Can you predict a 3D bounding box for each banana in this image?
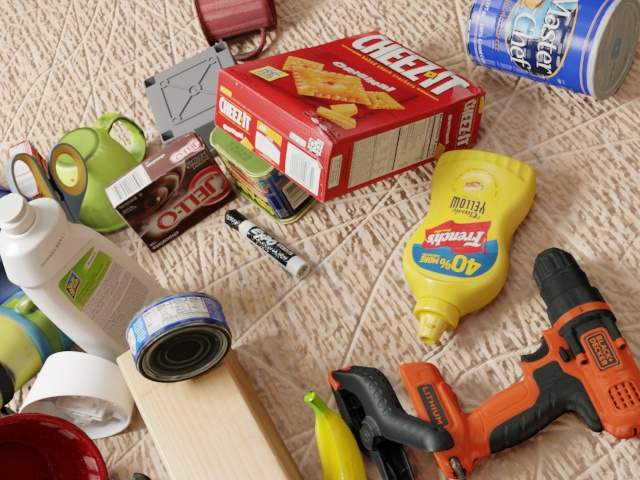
[{"bbox_3d":[0.013,0.227,0.882,0.037,0.069,0.198,-27,59,40],"label":"banana"}]

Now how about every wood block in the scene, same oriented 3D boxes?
[{"bbox_3d":[-0.090,0.174,0.940,0.091,0.090,0.206,-33,53,-1],"label":"wood block"}]

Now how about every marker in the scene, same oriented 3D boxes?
[{"bbox_3d":[-0.057,0.001,1.083,0.020,0.020,0.121,-46,55,-12],"label":"marker"}]

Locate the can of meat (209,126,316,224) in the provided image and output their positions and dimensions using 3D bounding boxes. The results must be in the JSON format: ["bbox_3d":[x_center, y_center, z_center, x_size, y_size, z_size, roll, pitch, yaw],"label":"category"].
[{"bbox_3d":[-0.059,-0.076,1.095,0.057,0.084,0.102,-44,54,-10],"label":"can of meat"}]

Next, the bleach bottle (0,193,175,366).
[{"bbox_3d":[-0.216,0.031,0.980,0.068,0.250,0.102,12,63,27],"label":"bleach bottle"}]

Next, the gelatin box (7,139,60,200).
[{"bbox_3d":[-0.312,-0.058,1.185,0.030,0.073,0.089,-24,52,3],"label":"gelatin box"}]

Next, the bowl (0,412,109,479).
[{"bbox_3d":[-0.274,0.229,0.957,0.162,0.162,0.055,-53,27,-16],"label":"bowl"}]

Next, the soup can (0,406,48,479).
[{"bbox_3d":[-0.315,0.216,1.012,0.102,0.068,0.069,-44,54,-11],"label":"soup can"}]

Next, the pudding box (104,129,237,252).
[{"bbox_3d":[-0.154,-0.050,1.110,0.113,0.090,0.039,-32,51,-1],"label":"pudding box"}]

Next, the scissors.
[{"bbox_3d":[-0.241,-0.014,1.084,0.016,0.201,0.096,-11,32,44],"label":"scissors"}]

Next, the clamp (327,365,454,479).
[{"bbox_3d":[0.056,0.172,0.899,0.039,0.120,0.172,-3,24,-25],"label":"clamp"}]

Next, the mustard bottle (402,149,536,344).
[{"bbox_3d":[0.129,0.009,0.984,0.096,0.058,0.191,13,64,22],"label":"mustard bottle"}]

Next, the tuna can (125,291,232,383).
[{"bbox_3d":[-0.118,0.083,0.900,0.086,0.086,0.034,-27,54,2],"label":"tuna can"}]

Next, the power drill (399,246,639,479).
[{"bbox_3d":[0.166,0.107,0.906,0.187,0.057,0.184,-24,53,5],"label":"power drill"}]

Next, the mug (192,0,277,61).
[{"bbox_3d":[-0.097,-0.267,1.239,0.081,0.093,0.117,-12,86,7],"label":"mug"}]

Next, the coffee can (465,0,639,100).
[{"bbox_3d":[0.230,-0.206,1.058,0.140,0.102,0.102,23,69,31],"label":"coffee can"}]

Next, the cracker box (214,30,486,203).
[{"bbox_3d":[0.030,-0.131,1.043,0.213,0.072,0.164,-22,45,-36],"label":"cracker box"}]
